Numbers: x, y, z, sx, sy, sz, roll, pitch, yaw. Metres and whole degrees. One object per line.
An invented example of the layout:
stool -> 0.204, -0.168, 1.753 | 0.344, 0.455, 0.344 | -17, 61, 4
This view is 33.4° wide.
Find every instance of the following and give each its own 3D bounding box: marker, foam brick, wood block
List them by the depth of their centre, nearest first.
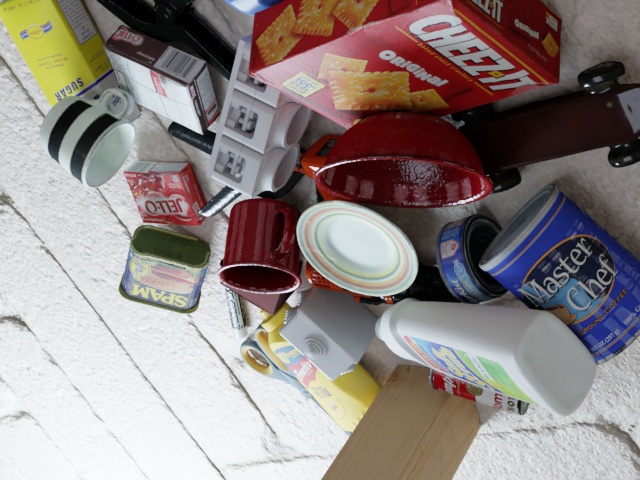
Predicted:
wood block -> 0.090, 0.240, 1.180 | 0.091, 0.205, 0.090 | 0, 124, 35
foam brick -> -0.069, 0.038, 1.239 | 0.078, 0.052, 0.051 | 30, 136, 10
marker -> -0.107, 0.070, 1.315 | 0.020, 0.020, 0.121 | 13, 131, 26

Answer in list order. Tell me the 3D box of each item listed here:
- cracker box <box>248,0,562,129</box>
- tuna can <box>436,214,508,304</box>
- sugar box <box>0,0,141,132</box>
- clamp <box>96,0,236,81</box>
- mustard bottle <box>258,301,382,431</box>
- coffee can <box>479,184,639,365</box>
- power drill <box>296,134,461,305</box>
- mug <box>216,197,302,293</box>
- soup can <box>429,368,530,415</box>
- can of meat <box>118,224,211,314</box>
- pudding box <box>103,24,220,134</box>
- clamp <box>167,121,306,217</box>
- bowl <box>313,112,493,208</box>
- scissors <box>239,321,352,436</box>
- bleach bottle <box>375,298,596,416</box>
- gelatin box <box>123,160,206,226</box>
cracker box -> 0.071, -0.163, 0.907 | 0.214, 0.072, 0.164 | -12, 155, 40
tuna can -> 0.153, 0.018, 1.045 | 0.034, 0.086, 0.086 | -20, 111, 41
sugar box -> -0.283, -0.200, 1.199 | 0.094, 0.048, 0.176 | -6, 119, 37
clamp -> -0.144, -0.240, 1.072 | 0.210, 0.036, 0.165 | 26, 144, 18
mustard bottle -> -0.005, 0.141, 1.272 | 0.191, 0.058, 0.096 | 48, 152, -7
coffee can -> 0.233, 0.031, 0.988 | 0.140, 0.102, 0.103 | 41, 137, -1
power drill -> 0.058, -0.013, 1.106 | 0.185, 0.057, 0.187 | 8, 127, 26
mug -> -0.058, 0.001, 1.156 | 0.093, 0.081, 0.117 | 14, 156, -21
soup can -> 0.177, 0.141, 1.142 | 0.102, 0.068, 0.068 | 15, 131, 24
can of meat -> -0.188, 0.035, 1.301 | 0.102, 0.057, 0.084 | 15, 132, -7
pudding box -> -0.167, -0.169, 1.128 | 0.114, 0.039, 0.090 | 28, 157, 19
clamp -> -0.089, -0.089, 1.160 | 0.172, 0.039, 0.120 | -11, 122, 33
bowl -> 0.076, -0.075, 0.963 | 0.162, 0.055, 0.162 | 4, 168, 1
scissors -> -0.033, 0.188, 1.362 | 0.096, 0.016, 0.201 | -15, 114, 43
bleach bottle -> 0.142, 0.103, 1.041 | 0.102, 0.068, 0.251 | 46, 159, -25
gelatin box -> -0.181, -0.055, 1.257 | 0.089, 0.030, 0.073 | 5, 127, 32
